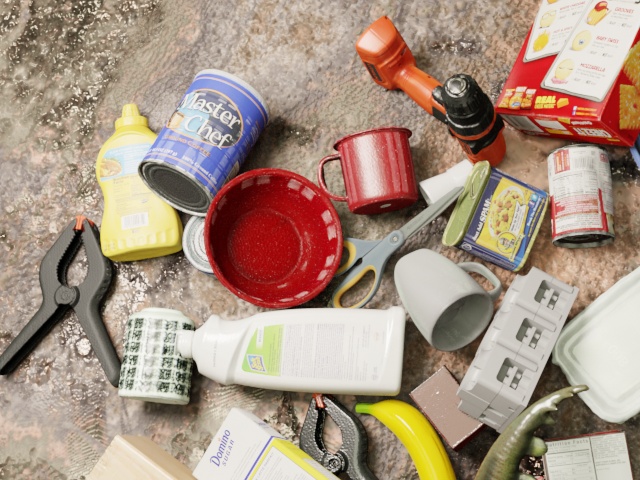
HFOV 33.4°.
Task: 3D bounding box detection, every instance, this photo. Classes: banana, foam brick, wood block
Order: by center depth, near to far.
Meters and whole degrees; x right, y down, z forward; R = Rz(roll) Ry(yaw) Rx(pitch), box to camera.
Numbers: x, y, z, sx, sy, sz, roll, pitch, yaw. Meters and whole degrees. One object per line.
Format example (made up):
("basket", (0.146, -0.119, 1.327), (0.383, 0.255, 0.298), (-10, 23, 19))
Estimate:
("foam brick", (0.142, 0.183, 1.163), (0.051, 0.053, 0.078), (-39, 73, 1))
("banana", (0.112, 0.249, 1.165), (0.070, 0.037, 0.198), (-42, 66, 33))
("wood block", (-0.156, 0.310, 1.177), (0.206, 0.090, 0.090), (33, 86, 17))

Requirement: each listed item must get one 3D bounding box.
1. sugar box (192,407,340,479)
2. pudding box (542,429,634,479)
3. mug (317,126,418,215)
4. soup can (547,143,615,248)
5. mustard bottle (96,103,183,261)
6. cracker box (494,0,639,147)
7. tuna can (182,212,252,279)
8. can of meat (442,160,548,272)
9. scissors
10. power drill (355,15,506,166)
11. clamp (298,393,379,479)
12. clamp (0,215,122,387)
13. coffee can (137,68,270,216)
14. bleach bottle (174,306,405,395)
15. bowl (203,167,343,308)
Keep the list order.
("sugar box", (-0.049, 0.268, 1.166), (0.176, 0.048, 0.093), (32, 91, 34))
("pudding box", (0.284, 0.261, 1.122), (0.090, 0.039, 0.113), (-9, 74, 10))
("mug", (0.055, -0.076, 1.220), (0.117, 0.093, 0.081), (-8, 80, -9))
("soup can", (0.287, -0.048, 1.177), (0.068, 0.068, 0.102), (-4, 76, 11))
("mustard bottle", (-0.223, -0.075, 1.298), (0.096, 0.058, 0.191), (-10, 76, 8))
("cracker box", (0.305, -0.214, 1.171), (0.164, 0.072, 0.213), (15, 78, 56))
("tuna can", (-0.120, 0.001, 1.271), (0.086, 0.033, 0.086), (-3, 77, 11))
("can of meat", (0.196, -0.025, 1.182), (0.084, 0.057, 0.102), (24, 86, -11))
("scissors", (0.069, -0.007, 1.220), (0.096, 0.016, 0.202), (41, 101, 25))
("power drill", (0.123, -0.170, 1.191), (0.057, 0.184, 0.188), (-44, 63, -1))
("clamp", (0.031, 0.250, 1.178), (0.120, 0.039, 0.171), (-9, 79, 11))
("clamp", (-0.292, 0.076, 1.289), (0.165, 0.036, 0.210), (11, 79, 15))
("coffee can", (-0.134, -0.114, 1.245), (0.103, 0.103, 0.140), (21, 65, 16))
("bleach bottle", (-0.035, 0.115, 1.185), (0.251, 0.068, 0.102), (4, 79, 2))
("bowl", (-0.058, 0.002, 1.221), (0.162, 0.055, 0.162), (3, 78, -14))
